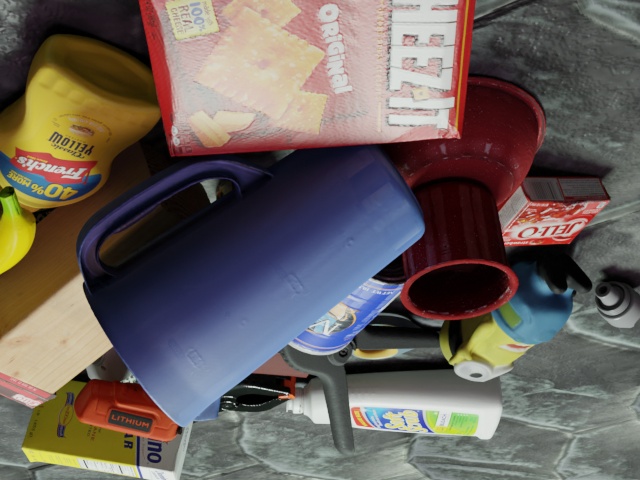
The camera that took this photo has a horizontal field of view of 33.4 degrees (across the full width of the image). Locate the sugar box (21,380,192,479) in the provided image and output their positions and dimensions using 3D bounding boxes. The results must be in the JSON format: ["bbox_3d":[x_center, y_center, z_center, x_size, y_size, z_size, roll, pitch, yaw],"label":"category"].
[{"bbox_3d":[-0.238,0.214,1.212,0.176,0.093,0.048,6,148,6],"label":"sugar box"}]

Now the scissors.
[{"bbox_3d":[0.120,0.118,1.201,0.201,0.016,0.096,13,145,-25],"label":"scissors"}]

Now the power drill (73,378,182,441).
[{"bbox_3d":[-0.171,0.091,1.016,0.184,0.057,0.188,18,109,-16],"label":"power drill"}]

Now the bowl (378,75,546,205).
[{"bbox_3d":[0.109,-0.063,0.881,0.162,0.055,0.162,-3,147,-2],"label":"bowl"}]

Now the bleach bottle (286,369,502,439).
[{"bbox_3d":[0.085,0.194,1.276,0.251,0.068,0.102,0,147,-2],"label":"bleach bottle"}]

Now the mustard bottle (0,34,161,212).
[{"bbox_3d":[-0.203,-0.075,0.825,0.096,0.058,0.192,19,141,-29],"label":"mustard bottle"}]

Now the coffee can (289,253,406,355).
[{"bbox_3d":[0.020,0.028,0.970,0.102,0.103,0.141,12,144,-24],"label":"coffee can"}]

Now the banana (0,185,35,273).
[{"bbox_3d":[-0.285,0.010,0.816,0.198,0.037,0.069,-21,126,23],"label":"banana"}]

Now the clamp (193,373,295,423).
[{"bbox_3d":[-0.117,0.175,1.246,0.172,0.039,0.120,-15,149,17],"label":"clamp"}]

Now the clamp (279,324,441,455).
[{"bbox_3d":[0.014,0.119,1.101,0.209,0.164,0.036,36,176,-29],"label":"clamp"}]

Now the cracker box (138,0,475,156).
[{"bbox_3d":[-0.008,-0.138,0.715,0.213,0.072,0.164,-4,139,-1],"label":"cracker box"}]

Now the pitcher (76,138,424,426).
[{"bbox_3d":[-0.051,0.011,0.798,0.243,0.145,0.149,-36,160,-3],"label":"pitcher"}]

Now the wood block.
[{"bbox_3d":[-0.189,0.025,0.894,0.206,0.091,0.090,-38,138,13],"label":"wood block"}]

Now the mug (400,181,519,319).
[{"bbox_3d":[0.116,0.010,0.865,0.117,0.081,0.093,22,139,-34],"label":"mug"}]

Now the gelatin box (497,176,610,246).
[{"bbox_3d":[0.203,-0.025,0.959,0.089,0.030,0.073,-1,148,-24],"label":"gelatin box"}]
